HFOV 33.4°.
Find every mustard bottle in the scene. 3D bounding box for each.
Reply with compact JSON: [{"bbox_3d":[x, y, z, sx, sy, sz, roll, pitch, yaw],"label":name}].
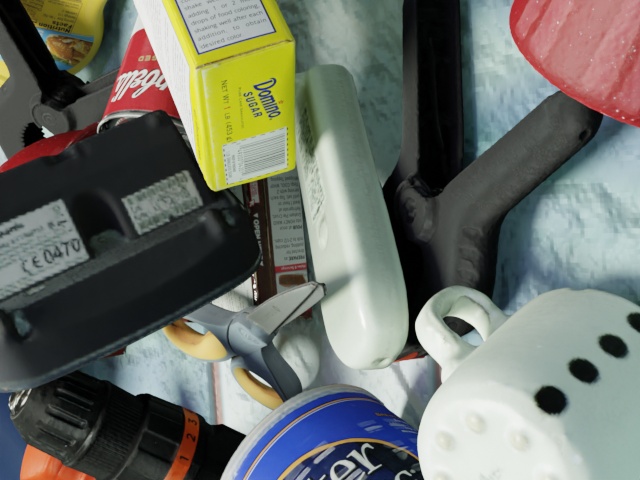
[{"bbox_3d":[-0.186,-0.155,0.697,0.192,0.096,0.058,-52,35,43],"label":"mustard bottle"}]

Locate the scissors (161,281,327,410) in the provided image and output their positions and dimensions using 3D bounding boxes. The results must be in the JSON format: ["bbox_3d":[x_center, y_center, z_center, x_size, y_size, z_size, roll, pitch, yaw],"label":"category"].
[{"bbox_3d":[-0.020,0.054,0.514,0.096,0.016,0.202,44,157,-20],"label":"scissors"}]

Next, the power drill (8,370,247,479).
[{"bbox_3d":[-0.099,0.123,0.572,0.188,0.184,0.057,-16,46,59],"label":"power drill"}]

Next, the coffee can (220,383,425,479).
[{"bbox_3d":[0.034,0.137,0.442,0.140,0.102,0.103,31,118,46],"label":"coffee can"}]

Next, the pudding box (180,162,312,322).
[{"bbox_3d":[-0.054,0.001,0.593,0.114,0.039,0.090,-2,94,55],"label":"pudding box"}]

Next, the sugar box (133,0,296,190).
[{"bbox_3d":[-0.059,-0.118,0.463,0.093,0.048,0.176,94,157,-62],"label":"sugar box"}]

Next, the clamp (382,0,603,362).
[{"bbox_3d":[0.049,-0.025,0.455,0.120,0.039,0.172,-113,36,-43],"label":"clamp"}]

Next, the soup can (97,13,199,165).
[{"bbox_3d":[-0.066,-0.089,0.543,0.069,0.068,0.102,-16,54,52],"label":"soup can"}]

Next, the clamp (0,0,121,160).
[{"bbox_3d":[-0.173,-0.096,0.682,0.164,0.036,0.210,31,139,-4],"label":"clamp"}]
